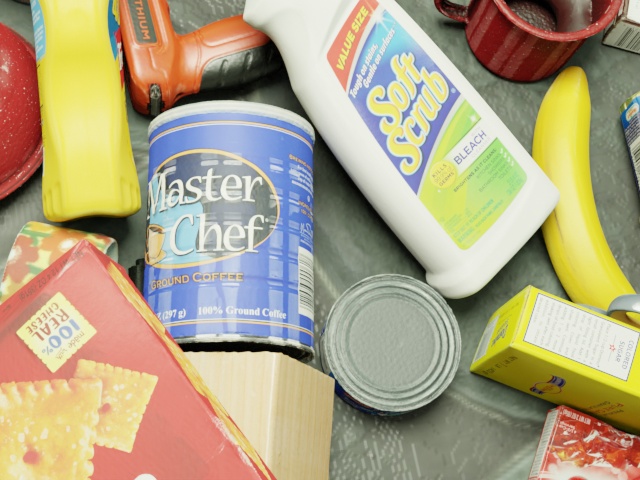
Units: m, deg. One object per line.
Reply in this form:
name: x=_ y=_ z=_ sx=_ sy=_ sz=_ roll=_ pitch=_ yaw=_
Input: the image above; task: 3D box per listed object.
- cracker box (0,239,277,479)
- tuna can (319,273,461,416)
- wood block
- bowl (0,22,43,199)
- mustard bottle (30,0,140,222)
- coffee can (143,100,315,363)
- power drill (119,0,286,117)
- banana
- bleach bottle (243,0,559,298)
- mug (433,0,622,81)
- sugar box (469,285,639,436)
cracker box: x=-0.111 y=0.133 z=0.511 sx=0.164 sy=0.072 sz=0.214 roll=-38 pitch=71 yaw=-2
tuna can: x=0.043 y=0.066 z=0.668 sx=0.086 sy=0.034 sz=0.086 roll=2 pitch=74 yaw=-7
wood block: x=-0.053 y=0.170 z=0.583 sx=0.091 sy=0.090 sz=0.206 roll=-3 pitch=72 yaw=21
bowl: x=-0.244 y=-0.094 z=0.653 sx=0.162 sy=0.055 sz=0.162 roll=4 pitch=63 yaw=-8
mustard bottle: x=-0.144 y=-0.108 z=0.639 sx=0.058 sy=0.096 sz=0.191 roll=-5 pitch=91 yaw=-10
coffee can: x=-0.054 y=0.001 z=0.639 sx=0.102 sy=0.103 sz=0.140 roll=2 pitch=74 yaw=-7
power drill: x=-0.046 y=-0.165 z=0.711 sx=0.187 sy=0.057 sz=0.184 roll=-12 pitch=76 yaw=-10
banana: x=0.174 y=-0.023 z=0.712 sx=0.069 sy=0.037 sz=0.198 roll=-5 pitch=76 yaw=-38
bleach bottle: x=0.032 y=-0.086 z=0.653 sx=0.102 sy=0.068 sz=0.250 roll=-46 pitch=102 yaw=-12
mug: x=0.134 y=-0.160 z=0.719 sx=0.117 sy=0.081 sz=0.093 roll=3 pitch=74 yaw=-6
sugar box: x=0.188 y=0.087 z=0.649 sx=0.176 sy=0.093 sz=0.048 roll=24 pitch=73 yaw=0
